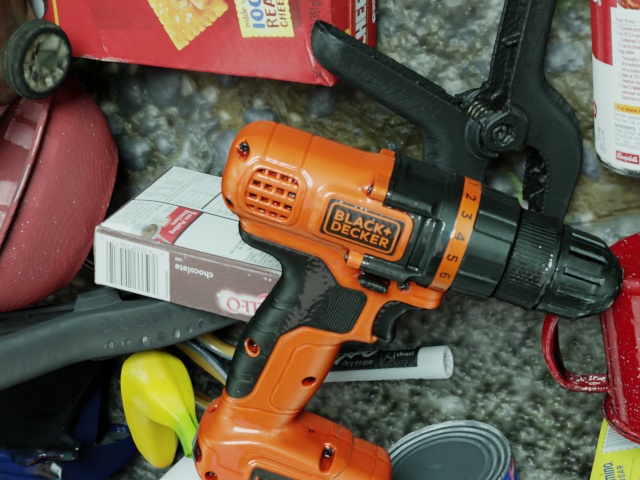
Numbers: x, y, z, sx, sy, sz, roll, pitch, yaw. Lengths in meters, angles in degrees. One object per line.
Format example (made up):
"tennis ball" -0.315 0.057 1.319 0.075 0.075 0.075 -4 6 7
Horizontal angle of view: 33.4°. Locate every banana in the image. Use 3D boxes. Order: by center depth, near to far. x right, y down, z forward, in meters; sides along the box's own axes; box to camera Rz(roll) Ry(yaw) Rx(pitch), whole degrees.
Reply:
"banana" -0.100 0.102 0.643 0.037 0.198 0.069 -8 79 -13

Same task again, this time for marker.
"marker" 0.019 0.076 0.638 0.121 0.020 0.020 -6 114 26

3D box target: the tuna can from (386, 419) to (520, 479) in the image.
"tuna can" 0.071 0.142 0.611 0.086 0.086 0.034 -10 114 28

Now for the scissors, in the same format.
"scissors" -0.110 0.028 0.671 0.096 0.016 0.201 -38 98 33

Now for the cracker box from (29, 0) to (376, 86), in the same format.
"cracker box" -0.082 -0.171 0.516 0.214 0.072 0.164 10 120 20

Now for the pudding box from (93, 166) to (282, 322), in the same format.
"pudding box" -0.054 0.001 0.586 0.114 0.090 0.039 14 120 16

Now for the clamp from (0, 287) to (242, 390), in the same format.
"clamp" -0.130 0.047 0.613 0.209 0.165 0.036 -14 100 -14

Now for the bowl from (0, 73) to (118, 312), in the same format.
"bowl" -0.158 -0.023 0.602 0.055 0.162 0.162 21 129 -25

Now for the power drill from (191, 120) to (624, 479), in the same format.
"power drill" 0.026 0.050 0.506 0.184 0.057 0.188 20 115 1

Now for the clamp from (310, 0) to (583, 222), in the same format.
"clamp" 0.068 -0.058 0.502 0.120 0.039 0.171 -16 122 3
